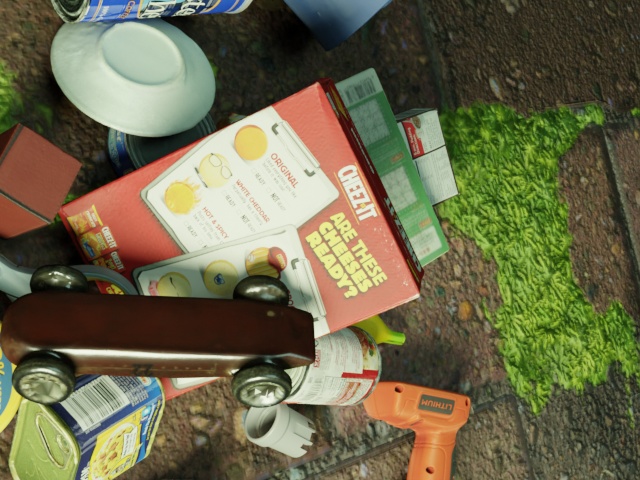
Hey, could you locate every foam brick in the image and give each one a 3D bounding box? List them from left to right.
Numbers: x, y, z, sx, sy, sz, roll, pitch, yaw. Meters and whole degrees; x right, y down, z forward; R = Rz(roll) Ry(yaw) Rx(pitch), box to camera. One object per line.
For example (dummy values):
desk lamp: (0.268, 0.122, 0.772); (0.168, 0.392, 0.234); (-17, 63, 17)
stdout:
foam brick: (-0.212, -0.039, 0.735); (0.051, 0.078, 0.053); (35, 63, -29)

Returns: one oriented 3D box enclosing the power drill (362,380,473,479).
power drill: (0.067, 0.219, 0.921); (0.184, 0.057, 0.187); (16, 74, -40)

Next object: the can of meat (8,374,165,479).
can of meat: (-0.158, 0.130, 0.729); (0.057, 0.102, 0.083); (42, 45, 20)

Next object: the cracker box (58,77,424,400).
cracker box: (-0.055, 0.001, 0.772); (0.164, 0.214, 0.072); (64, 14, -8)

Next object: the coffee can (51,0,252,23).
coffee can: (-0.129, -0.221, 0.812); (0.140, 0.103, 0.103); (-11, 88, -31)

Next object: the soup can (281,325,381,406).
soup can: (-0.006, 0.099, 0.862); (0.102, 0.069, 0.068); (14, 71, -52)

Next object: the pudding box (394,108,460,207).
pudding box: (0.068, -0.065, 0.980); (0.113, 0.039, 0.090); (-23, 104, -30)

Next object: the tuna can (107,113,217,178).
tuna can: (-0.124, -0.075, 0.842); (0.085, 0.034, 0.086); (9, 75, -37)

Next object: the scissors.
scissors: (-0.205, 0.014, 0.735); (0.201, 0.096, 0.016); (53, 12, -19)
